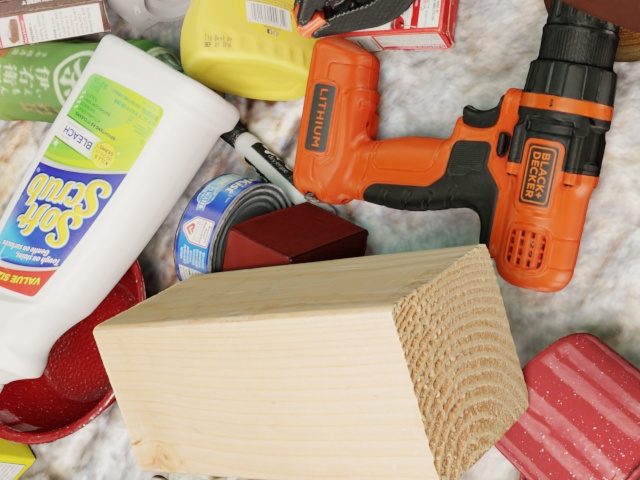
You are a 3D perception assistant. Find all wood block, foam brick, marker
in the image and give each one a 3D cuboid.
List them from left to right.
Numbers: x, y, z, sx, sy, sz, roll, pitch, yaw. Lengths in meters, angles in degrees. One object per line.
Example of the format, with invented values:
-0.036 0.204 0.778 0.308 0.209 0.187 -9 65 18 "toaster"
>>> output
-0.034 -0.050 0.729 0.020 0.020 0.121 -48 60 5 "marker"
-0.017 0.015 0.658 0.051 0.078 0.053 28 121 31 "foam brick"
-0.010 0.066 0.559 0.207 0.090 0.091 -8 105 41 "wood block"

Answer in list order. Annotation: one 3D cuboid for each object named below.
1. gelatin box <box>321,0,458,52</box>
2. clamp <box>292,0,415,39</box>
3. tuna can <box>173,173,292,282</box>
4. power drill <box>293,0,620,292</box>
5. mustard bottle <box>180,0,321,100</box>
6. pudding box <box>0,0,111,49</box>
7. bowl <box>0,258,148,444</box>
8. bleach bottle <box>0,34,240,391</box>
0.049 -0.165 0.718 0.089 0.030 0.073 1 74 25 "gelatin box"
0.057 -0.183 0.661 0.172 0.120 0.039 -44 26 28 "clamp"
-0.054 0.001 0.685 0.034 0.086 0.086 19 83 32 "tuna can"
0.080 -0.075 0.639 0.188 0.057 0.184 14 97 32 "power drill"
-0.049 -0.196 0.741 0.058 0.096 0.191 -35 53 55 "mustard bottle"
-0.209 -0.177 0.796 0.090 0.039 0.113 -13 25 -12 "pudding box"
-0.175 0.063 0.742 0.162 0.055 0.162 -8 70 24 "bowl"
-0.158 -0.001 0.687 0.103 0.068 0.251 31 92 25 "bleach bottle"
